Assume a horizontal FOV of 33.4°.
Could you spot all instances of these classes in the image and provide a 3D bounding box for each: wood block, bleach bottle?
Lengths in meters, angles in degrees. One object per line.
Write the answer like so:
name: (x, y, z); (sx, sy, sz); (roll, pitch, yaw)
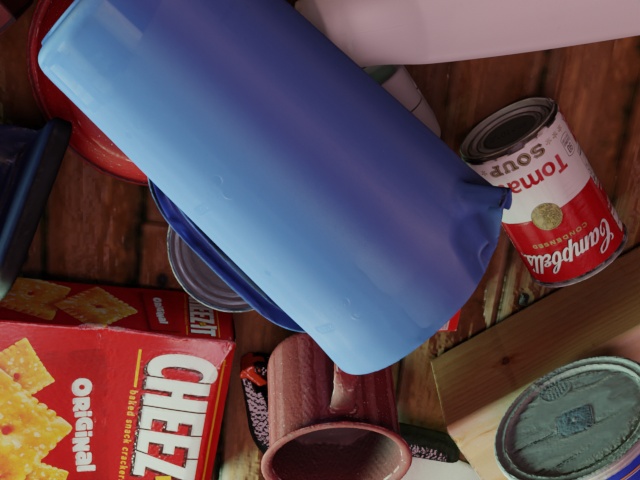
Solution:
wood block: (0.189, 0.084, 0.712); (0.206, 0.091, 0.090); (-30, 112, 12)
bleach bottle: (0.091, -0.137, 0.600); (0.251, 0.102, 0.068); (-12, 123, 5)

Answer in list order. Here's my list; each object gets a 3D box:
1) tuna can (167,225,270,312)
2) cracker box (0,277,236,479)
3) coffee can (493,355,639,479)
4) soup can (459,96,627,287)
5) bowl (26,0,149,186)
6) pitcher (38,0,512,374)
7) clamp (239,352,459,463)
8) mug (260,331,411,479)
tuna can: (-0.054, 0.001, 0.676); (0.086, 0.034, 0.086); (-1, 95, -9)
cracker box: (-0.174, 0.112, 0.716); (0.213, 0.072, 0.164); (7, 115, -11)
coffee can: (0.181, 0.154, 0.637); (0.103, 0.103, 0.140); (-30, 113, 12)
soup can: (0.140, -0.031, 0.671); (0.068, 0.068, 0.102); (-30, 112, 11)
bowl: (-0.100, -0.098, 0.640); (0.162, 0.055, 0.162); (0, 114, -1)
pitcher: (-0.031, -0.047, 0.572); (0.242, 0.145, 0.149); (43, 93, -15)
clamp: (0.015, 0.136, 0.760); (0.120, 0.039, 0.171); (-38, 107, -2)
mug: (0.008, 0.100, 0.671); (0.093, 0.081, 0.117); (-1, 138, -4)
